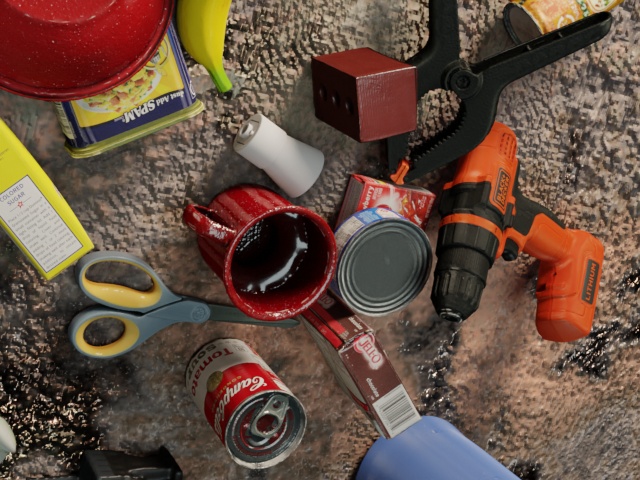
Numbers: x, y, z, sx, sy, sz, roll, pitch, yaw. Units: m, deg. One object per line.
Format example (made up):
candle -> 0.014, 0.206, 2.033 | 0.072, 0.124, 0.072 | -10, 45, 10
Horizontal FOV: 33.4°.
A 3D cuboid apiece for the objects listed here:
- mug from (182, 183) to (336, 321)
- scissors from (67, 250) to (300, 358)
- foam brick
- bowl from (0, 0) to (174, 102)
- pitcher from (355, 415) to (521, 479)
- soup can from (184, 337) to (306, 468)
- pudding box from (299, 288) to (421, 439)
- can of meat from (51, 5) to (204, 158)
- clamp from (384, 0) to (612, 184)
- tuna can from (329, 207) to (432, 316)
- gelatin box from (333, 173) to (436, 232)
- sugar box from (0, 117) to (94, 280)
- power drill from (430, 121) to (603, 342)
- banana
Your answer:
mug -> -0.055, 0.001, 0.825 | 0.117, 0.082, 0.093 | 21, 100, -32
scissors -> -0.116, 0.071, 0.863 | 0.201, 0.016, 0.096 | 28, 98, -32
foam brick -> 0.034, -0.114, 0.826 | 0.051, 0.078, 0.053 | -15, 116, -23
bowl -> -0.168, -0.173, 0.675 | 0.162, 0.055, 0.162 | 2, 82, -17
pitcher -> 0.131, 0.260, 0.927 | 0.149, 0.243, 0.145 | -51, 120, -8
soup can -> -0.063, 0.129, 0.861 | 0.068, 0.102, 0.068 | -10, 114, -23
pudding box -> 0.031, 0.103, 0.905 | 0.039, 0.090, 0.113 | -33, 122, -10
can of meat -> -0.144, -0.117, 0.749 | 0.102, 0.058, 0.084 | -24, 117, -17
clamp -> 0.123, -0.132, 0.856 | 0.164, 0.036, 0.210 | 21, 113, -10
tuna can -> 0.046, 0.017, 0.874 | 0.086, 0.034, 0.086 | -9, 114, -22
gelatin box -> 0.050, -0.006, 0.905 | 0.073, 0.030, 0.089 | 9, 105, -29
sugar box -> -0.225, -0.063, 0.708 | 0.048, 0.093, 0.176 | -35, 122, -11
power drill -> 0.170, 0.016, 0.919 | 0.187, 0.057, 0.184 | 38, 59, -37
banana -> -0.054, -0.209, 0.770 | 0.069, 0.037, 0.198 | 21, 101, -45
